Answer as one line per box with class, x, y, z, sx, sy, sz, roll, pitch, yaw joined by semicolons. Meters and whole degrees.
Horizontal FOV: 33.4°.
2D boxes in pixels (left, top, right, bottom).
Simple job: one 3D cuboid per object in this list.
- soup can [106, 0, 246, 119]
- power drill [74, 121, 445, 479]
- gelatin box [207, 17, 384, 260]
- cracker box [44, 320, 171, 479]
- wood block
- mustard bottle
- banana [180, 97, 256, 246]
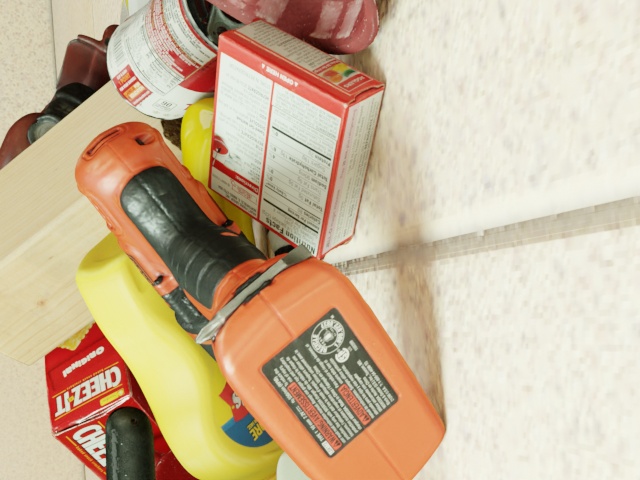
soup can;-0.069;-0.114;0.593;0.102;0.068;0.068;-22;71;53
power drill;-0.025;0.041;0.469;0.184;0.057;0.188;53;169;-30
gelatin box;-0.014;-0.045;0.484;0.073;0.030;0.089;33;135;26
cracker box;-0.149;0.100;0.829;0.164;0.072;0.214;58;-173;-42
wood block;-0.158;-0.016;0.719;0.206;0.090;0.091;-35;46;17
mustard bottle;-0.060;0.076;0.599;0.191;0.058;0.096;65;-154;-17
banana;-0.058;-0.015;0.635;0.198;0.037;0.069;87;171;-46
